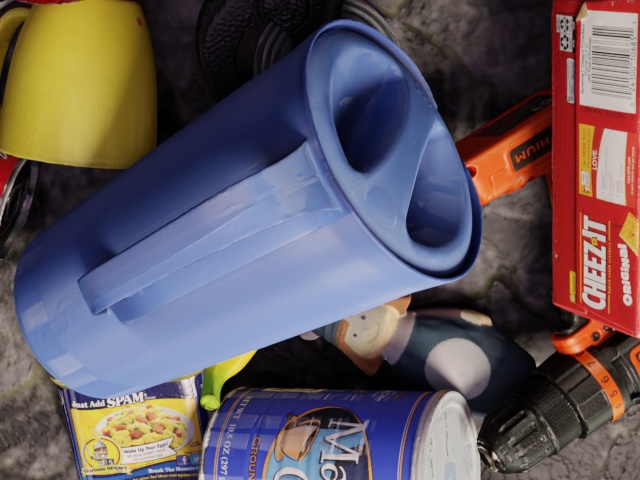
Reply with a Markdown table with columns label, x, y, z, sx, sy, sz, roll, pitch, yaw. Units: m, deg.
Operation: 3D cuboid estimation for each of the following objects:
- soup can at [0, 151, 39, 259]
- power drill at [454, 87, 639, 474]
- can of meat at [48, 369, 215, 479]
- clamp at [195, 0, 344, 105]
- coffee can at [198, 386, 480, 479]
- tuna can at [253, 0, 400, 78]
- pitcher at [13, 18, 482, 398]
| label | x | y | z | sx | sy | sz | roll | pitch | yaw |
| --- | --- | --- | --- | --- | --- | --- | --- | --- | --- |
| soup can | -0.228 | -0.036 | 0.634 | 0.102 | 0.068 | 0.068 | 18 | 108 | -3 |
| power drill | 0.135 | 0.020 | 0.615 | 0.184 | 0.057 | 0.187 | -33 | 106 | -15 |
| can of meat | -0.113 | 0.110 | 0.681 | 0.102 | 0.057 | 0.084 | -5 | 110 | 5 |
| clamp | -0.009 | -0.132 | 0.572 | 0.120 | 0.039 | 0.171 | 12 | 115 | -1 |
| coffee can | 0.013 | 0.140 | 0.638 | 0.140 | 0.102 | 0.103 | -3 | 109 | 26 |
| tuna can | 0.005 | -0.101 | 0.620 | 0.086 | 0.033 | 0.086 | 1 | 108 | 2 |
| pitcher | -0.054 | 0.001 | 0.548 | 0.243 | 0.145 | 0.149 | -27 | 135 | 33 |
